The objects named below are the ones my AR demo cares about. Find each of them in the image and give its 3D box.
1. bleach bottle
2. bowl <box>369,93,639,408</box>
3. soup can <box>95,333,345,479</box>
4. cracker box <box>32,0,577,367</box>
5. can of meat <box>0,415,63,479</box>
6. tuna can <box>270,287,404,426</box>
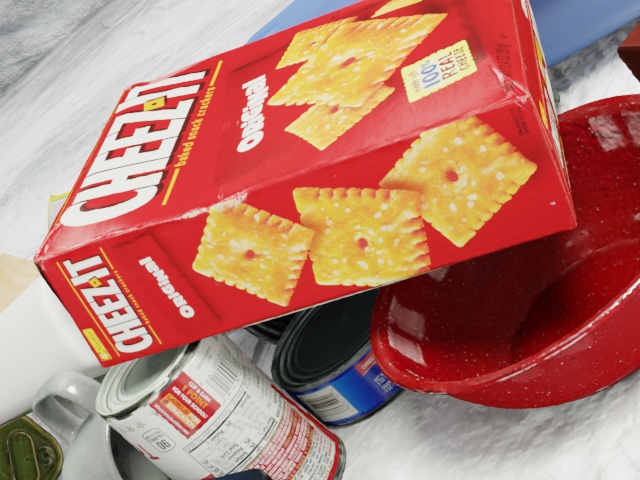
[{"bbox_3d":[-0.197,0.086,0.663,0.251,0.068,0.102,-33,-1,36],"label":"bleach bottle"},{"bbox_3d":[0.099,0.014,0.441,0.162,0.055,0.162,-37,22,18],"label":"bowl"},{"bbox_3d":[-0.046,0.087,0.500,0.069,0.102,0.068,-36,23,18],"label":"soup can"},{"bbox_3d":[-0.004,-0.044,0.482,0.214,0.072,0.164,-17,30,17],"label":"cracker box"},{"bbox_3d":[-0.236,0.178,0.734,0.084,0.057,0.102,-29,26,38],"label":"can of meat"},{"bbox_3d":[0.017,0.052,0.545,0.086,0.033,0.086,-37,22,17],"label":"tuna can"}]
